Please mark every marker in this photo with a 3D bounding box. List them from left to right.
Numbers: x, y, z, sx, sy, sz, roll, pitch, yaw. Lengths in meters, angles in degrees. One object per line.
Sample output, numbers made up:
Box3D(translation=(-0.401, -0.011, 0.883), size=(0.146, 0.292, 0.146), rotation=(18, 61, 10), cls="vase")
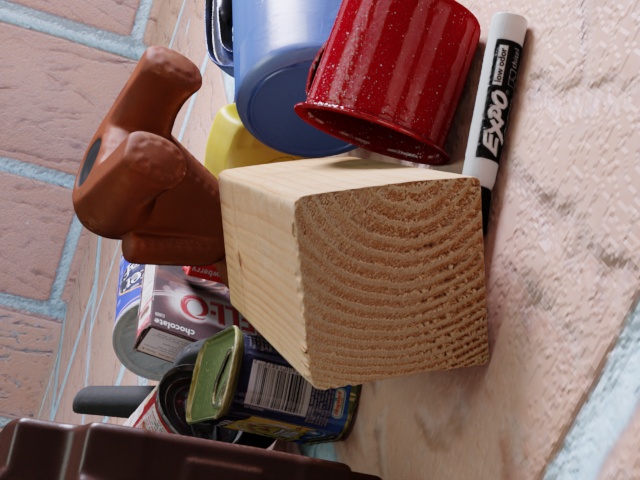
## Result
Box3D(translation=(0.085, -0.057, 0.545), size=(0.020, 0.020, 0.121), rotation=(163, 121, -71), cls="marker")

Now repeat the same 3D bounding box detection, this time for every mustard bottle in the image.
Box3D(translation=(-0.070, -0.019, 0.897), size=(0.058, 0.096, 0.192), rotation=(39, 119, 34), cls="mustard bottle")

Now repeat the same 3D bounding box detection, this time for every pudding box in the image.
Box3D(translation=(-0.088, 0.061, 0.848), size=(0.039, 0.113, 0.090), rotation=(-56, 24, 36), cls="pudding box")

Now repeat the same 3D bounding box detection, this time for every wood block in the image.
Box3D(translation=(0.008, 0.007, 0.579), size=(0.206, 0.090, 0.091), rotation=(-154, 58, -73), cls="wood block")

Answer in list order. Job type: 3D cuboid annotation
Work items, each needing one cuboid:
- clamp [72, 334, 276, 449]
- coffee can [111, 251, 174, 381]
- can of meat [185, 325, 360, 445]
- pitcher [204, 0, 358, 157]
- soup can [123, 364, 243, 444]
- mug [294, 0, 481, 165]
Box3D(translation=(-0.082, 0.141, 0.800), size=(0.210, 0.164, 0.036), rotation=(-36, 4, 36), cls="clamp")
Box3D(translation=(-0.159, 0.063, 1.102), size=(0.140, 0.102, 0.103), rotation=(-102, 31, -59), cls="coffee can")
Box3D(translation=(-0.031, 0.095, 0.678), size=(0.102, 0.083, 0.057), rotation=(147, 136, -67), cls="can of meat")
Box3D(translation=(-0.014, -0.178, 0.790), size=(0.149, 0.145, 0.243), rotation=(102, 170, -53), cls="pitcher")
Box3D(translation=(-0.107, 0.143, 0.749), size=(0.102, 0.068, 0.068), rotation=(-49, 28, 34), cls="soup can")
Box3D(translation=(0.035, -0.098, 0.616), size=(0.117, 0.093, 0.081), rotation=(14, 83, 54), cls="mug")
